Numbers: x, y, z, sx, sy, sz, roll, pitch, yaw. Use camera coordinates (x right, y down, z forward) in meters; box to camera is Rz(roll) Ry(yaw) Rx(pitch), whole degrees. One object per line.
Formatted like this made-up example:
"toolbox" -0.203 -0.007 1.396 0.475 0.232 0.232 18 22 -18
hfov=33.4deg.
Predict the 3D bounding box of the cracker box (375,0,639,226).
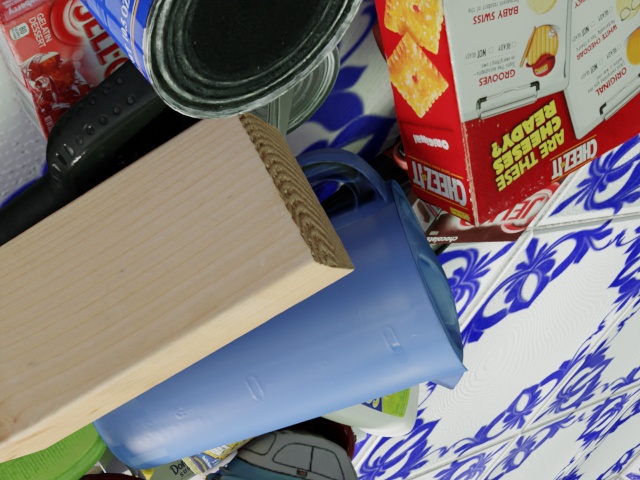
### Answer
"cracker box" 0.116 -0.141 0.631 0.164 0.072 0.214 -28 123 -23

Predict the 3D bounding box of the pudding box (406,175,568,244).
"pudding box" 0.123 -0.040 0.774 0.113 0.039 0.090 0 135 -38

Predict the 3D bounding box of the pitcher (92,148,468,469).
"pitcher" -0.037 0.054 0.703 0.243 0.149 0.145 -22 159 10

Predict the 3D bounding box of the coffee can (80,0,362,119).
"coffee can" -0.061 -0.132 0.427 0.102 0.140 0.103 -31 151 -19

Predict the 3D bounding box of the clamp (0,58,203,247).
"clamp" -0.103 -0.042 0.574 0.164 0.036 0.210 -19 163 -45

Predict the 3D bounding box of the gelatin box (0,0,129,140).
"gelatin box" -0.118 -0.099 0.524 0.073 0.030 0.089 -32 152 -17

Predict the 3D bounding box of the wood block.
"wood block" -0.098 0.026 0.552 0.206 0.091 0.090 -31 170 10

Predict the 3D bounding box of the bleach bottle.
"bleach bottle" 0.010 0.117 0.944 0.250 0.068 0.102 22 72 -59
